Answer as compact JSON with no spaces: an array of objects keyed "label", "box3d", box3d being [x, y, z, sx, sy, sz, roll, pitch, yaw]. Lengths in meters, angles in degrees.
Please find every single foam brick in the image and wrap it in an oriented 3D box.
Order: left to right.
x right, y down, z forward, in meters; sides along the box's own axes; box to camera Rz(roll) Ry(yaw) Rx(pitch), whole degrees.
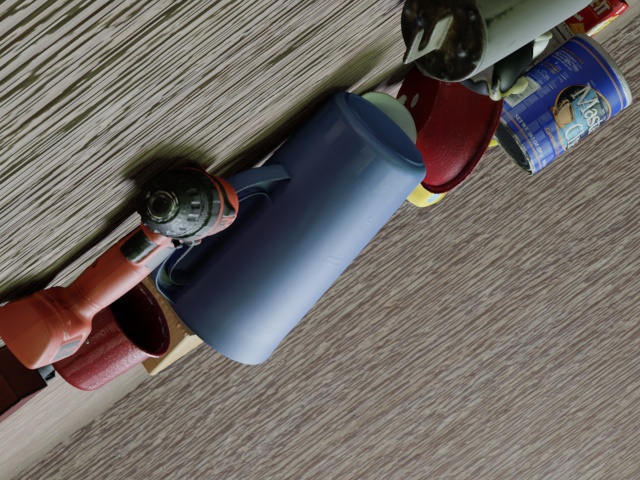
[{"label":"foam brick","box3d":[-0.301,0.139,0.975,0.078,0.051,0.053,-37,178,16]}]

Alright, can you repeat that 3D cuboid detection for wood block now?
[{"label":"wood block","box3d":[-0.158,0.071,1.181,0.090,0.091,0.206,-34,176,-27]}]

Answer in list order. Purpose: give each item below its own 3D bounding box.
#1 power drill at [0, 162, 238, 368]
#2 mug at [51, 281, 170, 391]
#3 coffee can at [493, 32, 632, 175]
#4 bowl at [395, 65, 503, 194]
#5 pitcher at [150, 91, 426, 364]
[{"label":"power drill","box3d":[-0.146,0.016,0.778,0.188,0.057,0.184,-37,177,6]},{"label":"mug","box3d":[-0.198,0.076,0.975,0.082,0.093,0.117,-32,-145,17]},{"label":"coffee can","box3d":[0.269,-0.156,1.229,0.140,0.103,0.103,-36,177,1]},{"label":"bowl","box3d":[0.117,-0.131,1.077,0.162,0.055,0.162,-46,-145,46]},{"label":"pitcher","box3d":[-0.029,-0.016,0.946,0.243,0.145,0.149,-47,-175,19]}]
